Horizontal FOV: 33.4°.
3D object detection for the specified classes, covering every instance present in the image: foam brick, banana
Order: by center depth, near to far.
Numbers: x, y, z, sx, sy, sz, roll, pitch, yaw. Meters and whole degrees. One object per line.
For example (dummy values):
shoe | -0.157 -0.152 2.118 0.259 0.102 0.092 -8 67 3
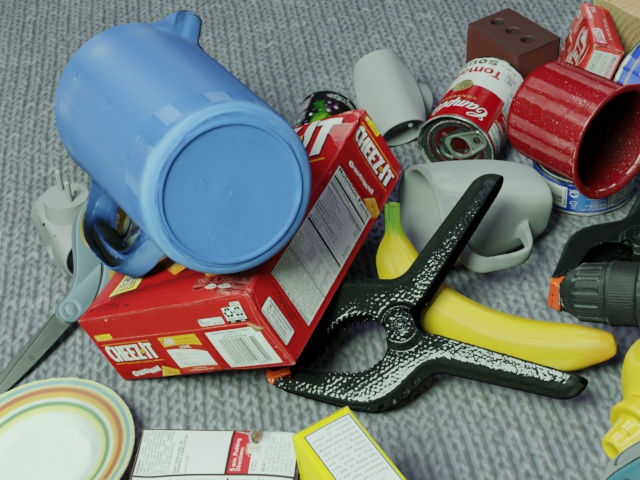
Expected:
banana | 0.109 0.049 0.757 0.198 0.070 0.037 33 27 23
foam brick | 0.183 -0.178 1.016 0.053 0.051 0.078 -26 44 -21

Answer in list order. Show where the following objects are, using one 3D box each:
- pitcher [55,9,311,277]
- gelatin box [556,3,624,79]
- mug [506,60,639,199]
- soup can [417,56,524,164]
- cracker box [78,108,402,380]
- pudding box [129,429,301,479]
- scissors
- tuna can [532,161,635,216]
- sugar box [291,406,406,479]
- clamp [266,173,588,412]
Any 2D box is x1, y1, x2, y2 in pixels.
pitcher | -0.101 -0.056 0.731 0.145 0.149 0.243 -23 26 -14
gelatin box | 0.234 -0.154 0.950 0.030 0.089 0.073 10 41 -7
mug | 0.209 -0.090 0.838 0.117 0.093 0.082 2 24 -40
soup can | 0.134 -0.107 0.929 0.069 0.068 0.102 13 44 22
cracker box | -0.055 0.001 0.789 0.164 0.072 0.213 -10 35 37
pudding box | -0.066 0.164 0.670 0.113 0.039 0.090 -2 42 10
scissors | -0.197 0.034 0.818 0.201 0.096 0.016 -34 5 -29
tuna can | 0.219 -0.060 0.888 0.086 0.034 0.086 -4 41 4
sugar box | 0.048 0.184 0.588 0.048 0.093 0.176 -24 43 -16
clamp | 0.060 0.051 0.736 0.210 0.036 0.164 -16 69 12
